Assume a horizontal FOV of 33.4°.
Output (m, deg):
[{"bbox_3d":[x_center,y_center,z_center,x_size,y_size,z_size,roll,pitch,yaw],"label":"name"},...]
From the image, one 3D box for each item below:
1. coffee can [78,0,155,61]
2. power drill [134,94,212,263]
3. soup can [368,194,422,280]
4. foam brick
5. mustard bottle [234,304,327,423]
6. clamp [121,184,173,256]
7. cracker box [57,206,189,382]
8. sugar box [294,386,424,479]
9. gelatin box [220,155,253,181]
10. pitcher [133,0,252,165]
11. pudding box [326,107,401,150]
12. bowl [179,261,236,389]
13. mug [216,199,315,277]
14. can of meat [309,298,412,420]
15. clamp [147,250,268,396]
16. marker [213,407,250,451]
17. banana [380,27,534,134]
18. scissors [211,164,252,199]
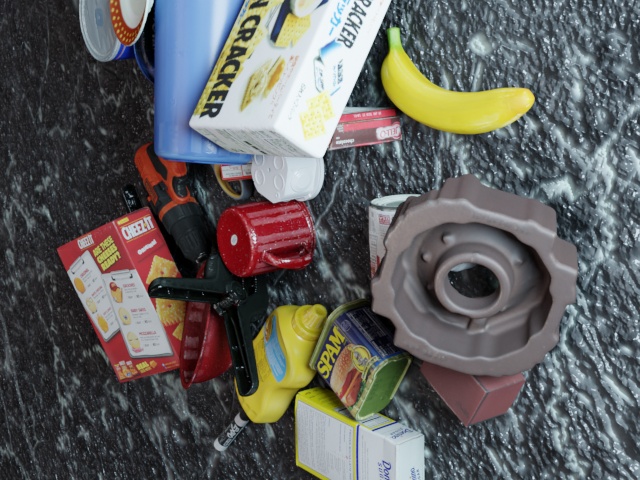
[{"bbox_3d":[-0.203,-0.271,1.280,0.103,0.140,0.103,21,116,50],"label":"coffee can"},{"bbox_3d":[-0.175,-0.085,1.341,0.184,0.057,0.188,59,149,23],"label":"power drill"},{"bbox_3d":[0.082,0.011,1.028,0.069,0.068,0.102,13,110,52],"label":"soup can"},{"bbox_3d":[0.140,0.125,0.995,0.078,0.051,0.053,51,138,33],"label":"foam brick"},{"bbox_3d":[-0.040,0.130,1.240,0.192,0.058,0.096,-54,40,46],"label":"mustard bottle"},{"bbox_3d":[-0.227,0.011,1.486,0.120,0.039,0.171,17,121,51],"label":"clamp"},{"bbox_3d":[-0.254,0.078,1.467,0.164,0.071,0.214,-20,96,47],"label":"cracker box"},{"bbox_3d":[0.041,0.231,1.172,0.177,0.048,0.093,17,113,47],"label":"sugar box"},{"bbox_3d":[-0.085,-0.116,1.243,0.073,0.030,0.089,-3,99,38],"label":"gelatin box"},{"bbox_3d":[-0.129,-0.207,1.164,0.149,0.144,0.243,-159,73,-73],"label":"pitcher"},{"bbox_3d":[0.012,-0.113,1.070,0.114,0.089,0.039,12,108,53],"label":"pudding box"},{"bbox_3d":[-0.132,0.109,1.336,0.162,0.055,0.162,-170,90,-75],"label":"bowl"},{"bbox_3d":[-0.058,0.001,1.208,0.117,0.081,0.093,39,130,42],"label":"mug"},{"bbox_3d":[0.043,0.127,1.128,0.084,0.057,0.102,49,137,30],"label":"can of meat"},{"bbox_3d":[-0.100,0.076,1.217,0.036,0.209,0.164,-34,96,26],"label":"clamp"},{"bbox_3d":[-0.112,0.246,1.410,0.020,0.020,0.121,62,142,22],"label":"marker"},{"bbox_3d":[0.112,-0.134,0.971,0.198,0.037,0.070,36,129,44],"label":"banana"},{"bbox_3d":[-0.138,-0.129,1.339,0.202,0.016,0.096,49,134,35],"label":"scissors"}]
